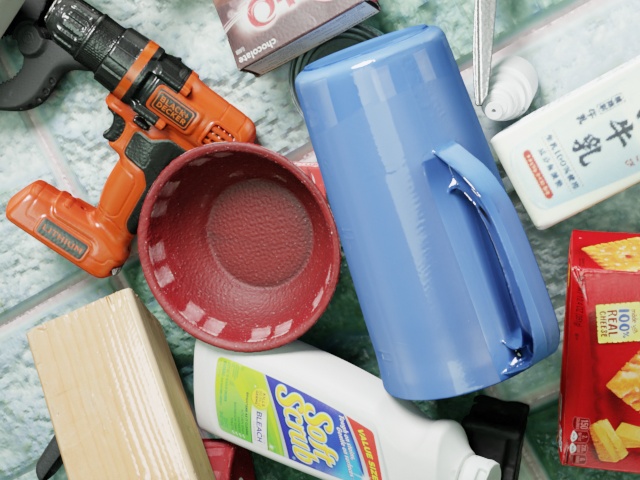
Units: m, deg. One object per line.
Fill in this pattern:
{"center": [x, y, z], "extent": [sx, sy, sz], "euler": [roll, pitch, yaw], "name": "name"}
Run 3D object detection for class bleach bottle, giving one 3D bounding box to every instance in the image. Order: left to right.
{"center": [0.018, 0.134, 0.805], "extent": [0.251, 0.067, 0.102], "euler": [15, 112, 33], "name": "bleach bottle"}

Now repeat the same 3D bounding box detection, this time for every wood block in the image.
{"center": [-0.144, 0.155, 0.816], "extent": [0.091, 0.090, 0.206], "euler": [-23, 65, -1], "name": "wood block"}

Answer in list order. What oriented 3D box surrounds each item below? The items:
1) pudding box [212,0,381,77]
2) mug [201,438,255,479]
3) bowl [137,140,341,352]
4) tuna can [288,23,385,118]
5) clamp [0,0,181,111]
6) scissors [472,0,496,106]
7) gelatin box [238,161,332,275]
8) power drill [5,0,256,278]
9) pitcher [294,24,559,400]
{"center": [-0.022, -0.185, 0.785], "extent": [0.114, 0.039, 0.090], "euler": [-26, 75, 23], "name": "pudding box"}
{"center": [-0.102, 0.218, 0.885], "extent": [0.081, 0.093, 0.117], "euler": [-5, 91, 13], "name": "mug"}
{"center": [-0.055, 0.001, 0.815], "extent": [0.162, 0.055, 0.162], "euler": [4, 104, 16], "name": "bowl"}
{"center": [0.021, -0.123, 0.813], "extent": [0.086, 0.033, 0.086], "euler": [3, 101, 17], "name": "tuna can"}
{"center": [-0.233, -0.179, 0.881], "extent": [0.210, 0.036, 0.164], "euler": [-21, 92, 16], "name": "clamp"}
{"center": [0.135, -0.198, 0.744], "extent": [0.096, 0.016, 0.202], "euler": [-13, 78, 10], "name": "scissors"}
{"center": [-0.026, -0.019, 0.849], "extent": [0.073, 0.030, 0.089], "euler": [3, 101, 17], "name": "gelatin box"}
{"center": [-0.172, -0.075, 0.849], "extent": [0.184, 0.057, 0.188], "euler": [36, 113, -11], "name": "power drill"}
{"center": [0.075, -0.020, 0.738], "extent": [0.149, 0.144, 0.243], "euler": [-15, 104, 23], "name": "pitcher"}
